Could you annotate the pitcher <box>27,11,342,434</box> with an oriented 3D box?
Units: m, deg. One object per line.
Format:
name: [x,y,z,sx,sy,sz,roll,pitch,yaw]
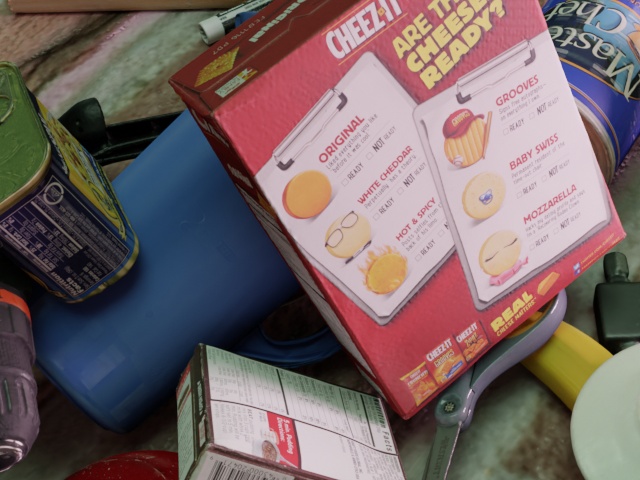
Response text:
pitcher: [-0.054,0.001,0.616,0.242,0.145,0.149,-43,51,-9]

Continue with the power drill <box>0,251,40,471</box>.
power drill: [-0.210,0.081,0.556,0.188,0.057,0.184,-49,44,25]

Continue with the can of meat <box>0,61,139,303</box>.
can of meat: [-0.143,-0.027,0.535,0.057,0.084,0.102,-35,48,2]

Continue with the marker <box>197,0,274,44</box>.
marker: [-0.042,-0.191,0.862,0.121,0.020,0.020,-28,51,-15]

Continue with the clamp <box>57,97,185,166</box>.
clamp: [-0.170,-0.060,0.700,0.210,0.164,0.036,-12,89,23]

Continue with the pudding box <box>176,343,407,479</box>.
pudding box: [-0.015,0.104,0.541,0.113,0.039,0.090,21,22,-18]

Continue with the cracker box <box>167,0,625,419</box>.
cracker box: [0.048,-0.039,0.542,0.164,0.213,0.072,-38,34,-9]

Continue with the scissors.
scissors: [0.089,0.081,0.567,0.096,0.016,0.201,-20,36,21]
